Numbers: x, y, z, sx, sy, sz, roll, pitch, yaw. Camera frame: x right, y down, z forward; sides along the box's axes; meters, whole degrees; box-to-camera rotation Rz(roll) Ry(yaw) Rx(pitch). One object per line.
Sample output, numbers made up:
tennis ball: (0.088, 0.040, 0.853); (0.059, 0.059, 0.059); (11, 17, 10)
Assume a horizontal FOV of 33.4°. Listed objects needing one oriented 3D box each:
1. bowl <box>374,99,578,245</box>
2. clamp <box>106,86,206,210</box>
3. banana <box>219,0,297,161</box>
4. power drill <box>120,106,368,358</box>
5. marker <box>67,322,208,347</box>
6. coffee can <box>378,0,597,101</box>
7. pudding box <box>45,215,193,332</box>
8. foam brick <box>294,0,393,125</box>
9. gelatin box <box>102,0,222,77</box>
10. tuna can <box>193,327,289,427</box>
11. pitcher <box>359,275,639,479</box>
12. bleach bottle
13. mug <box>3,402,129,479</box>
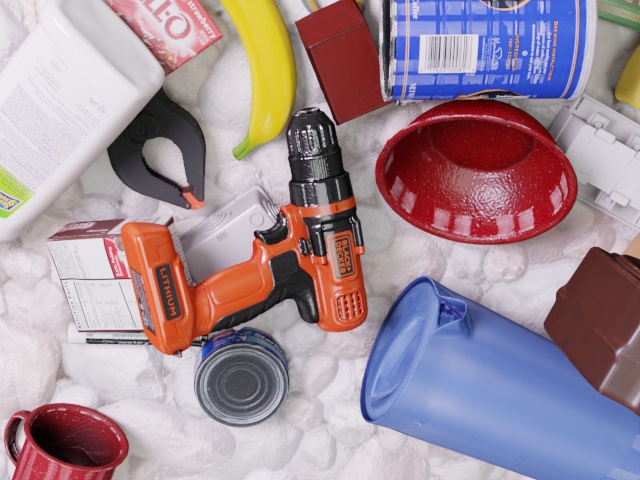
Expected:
bowl: (0.128, -0.065, 0.866); (0.162, 0.055, 0.162); (10, 145, 7)
clamp: (-0.157, -0.092, 0.864); (0.120, 0.039, 0.171); (-24, 105, 6)
banana: (-0.059, -0.160, 0.849); (0.069, 0.037, 0.198); (-13, 110, -1)
power drill: (-0.055, 0.001, 0.833); (0.187, 0.057, 0.184); (-15, 102, -20)
marker: (-0.159, 0.083, 0.935); (0.121, 0.020, 0.020); (2, 109, -6)
coffee can: (0.116, -0.151, 0.766); (0.140, 0.103, 0.103); (-1, 109, -1)
pudding box: (-0.163, 0.029, 0.883); (0.114, 0.039, 0.090); (-2, 114, 30)
foam brick: (0.019, -0.142, 0.844); (0.051, 0.053, 0.078); (-22, 126, 3)
gelatin box: (-0.129, -0.172, 0.815); (0.073, 0.030, 0.089); (-35, 103, 1)
tuna can: (-0.070, 0.123, 0.949); (0.086, 0.034, 0.086); (-2, 109, -5)
pitcher: (0.160, 0.141, 0.928); (0.242, 0.149, 0.145); (24, 93, -12)
bleach bottle: (-0.233, -0.076, 0.824); (0.251, 0.068, 0.102); (-38, 100, 30)
mug: (-0.234, 0.197, 0.939); (0.117, 0.093, 0.082); (30, 112, 18)
